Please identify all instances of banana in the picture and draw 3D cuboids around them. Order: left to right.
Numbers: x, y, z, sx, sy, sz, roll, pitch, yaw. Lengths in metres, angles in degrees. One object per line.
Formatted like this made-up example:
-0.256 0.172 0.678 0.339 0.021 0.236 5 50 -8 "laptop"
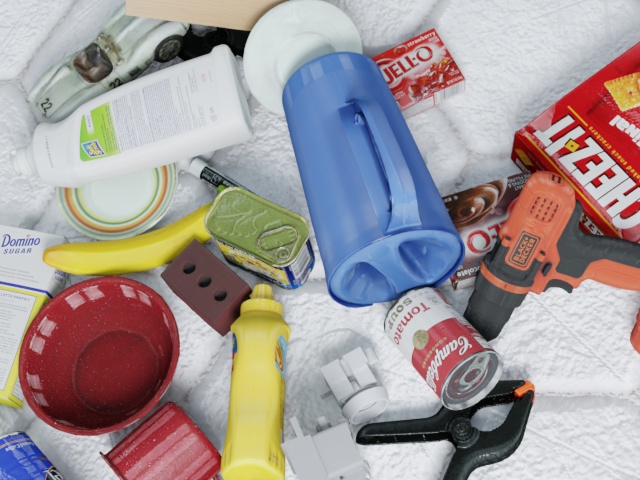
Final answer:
-0.179 0.000 1.083 0.198 0.069 0.037 -21 35 -2 "banana"

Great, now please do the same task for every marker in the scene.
-0.086 -0.050 1.117 0.121 0.020 0.020 32 75 17 "marker"

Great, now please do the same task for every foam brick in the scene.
-0.110 0.048 1.062 0.078 0.051 0.053 38 77 19 "foam brick"

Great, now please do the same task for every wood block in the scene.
-0.097 -0.285 1.123 0.206 0.091 0.090 6 53 -7 "wood block"

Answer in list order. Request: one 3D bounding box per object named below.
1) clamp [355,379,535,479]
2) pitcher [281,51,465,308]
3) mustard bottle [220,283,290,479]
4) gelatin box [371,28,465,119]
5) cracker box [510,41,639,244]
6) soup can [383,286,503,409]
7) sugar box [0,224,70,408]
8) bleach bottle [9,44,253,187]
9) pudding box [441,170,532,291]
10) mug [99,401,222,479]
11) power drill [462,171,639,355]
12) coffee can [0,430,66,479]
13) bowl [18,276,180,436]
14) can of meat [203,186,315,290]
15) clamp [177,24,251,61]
0.121 0.178 0.989 0.171 0.039 0.120 -39 67 -17 "clamp"
0.042 -0.070 1.034 0.149 0.144 0.243 -37 55 29 "pitcher"
-0.058 0.130 0.997 0.058 0.096 0.191 0 62 3 "mustard bottle"
0.099 -0.175 1.139 0.089 0.030 0.073 -25 67 -4 "gelatin box"
0.324 -0.099 1.059 0.213 0.072 0.164 -36 68 -7 "cracker box"
0.113 0.098 0.991 0.068 0.068 0.102 -34 48 -7 "soup can"
-0.321 0.074 1.082 0.093 0.048 0.176 11 66 11 "sugar box"
-0.202 -0.120 1.109 0.251 0.068 0.102 -15 75 5 "bleach bottle"
0.171 -0.009 1.058 0.113 0.039 0.090 -18 68 0 "pudding box"
-0.136 0.213 0.986 0.081 0.093 0.117 -41 100 -15 "mug"
0.241 0.046 0.986 0.187 0.185 0.057 22 29 1 "power drill"
-0.264 0.259 0.968 0.102 0.103 0.140 -44 69 -11 "coffee can"
-0.208 0.118 1.040 0.162 0.055 0.162 -4 64 8 "bowl"
-0.057 0.001 1.057 0.102 0.084 0.057 25 73 16 "can of meat"
-0.115 -0.205 1.174 0.164 0.036 0.210 -38 69 -5 "clamp"
